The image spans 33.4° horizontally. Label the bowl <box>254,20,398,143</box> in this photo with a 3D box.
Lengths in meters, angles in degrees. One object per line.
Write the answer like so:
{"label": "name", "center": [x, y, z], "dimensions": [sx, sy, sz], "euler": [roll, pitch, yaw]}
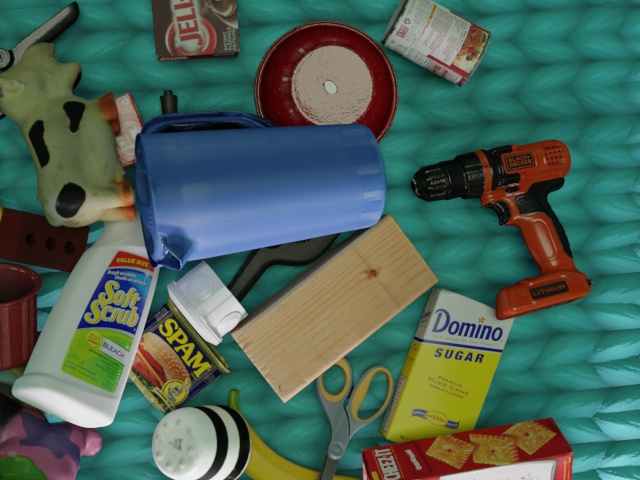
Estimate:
{"label": "bowl", "center": [0.010, -0.163, 1.156], "dimensions": [0.162, 0.055, 0.162], "euler": [0, 90, -7]}

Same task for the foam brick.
{"label": "foam brick", "center": [-0.289, 0.000, 1.105], "dimensions": [0.078, 0.051, 0.053], "euler": [13, 89, -40]}

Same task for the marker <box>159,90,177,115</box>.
{"label": "marker", "center": [-0.160, -0.102, 1.153], "dimensions": [0.020, 0.020, 0.121], "euler": [-4, 91, -7]}

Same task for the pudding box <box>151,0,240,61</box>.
{"label": "pudding box", "center": [-0.136, -0.251, 1.145], "dimensions": [0.090, 0.039, 0.113], "euler": [-5, 91, -7]}

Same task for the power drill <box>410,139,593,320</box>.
{"label": "power drill", "center": [0.204, -0.012, 1.161], "dimensions": [0.184, 0.057, 0.188], "euler": [-12, 80, -10]}

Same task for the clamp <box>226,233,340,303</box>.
{"label": "clamp", "center": [-0.058, 0.001, 1.157], "dimensions": [0.209, 0.036, 0.164], "euler": [-12, 102, -10]}

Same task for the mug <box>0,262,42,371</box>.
{"label": "mug", "center": [-0.327, 0.083, 1.065], "dimensions": [0.093, 0.117, 0.081], "euler": [4, 115, -4]}

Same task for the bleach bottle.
{"label": "bleach bottle", "center": [-0.221, 0.056, 1.085], "dimensions": [0.102, 0.068, 0.250], "euler": [34, 57, -34]}

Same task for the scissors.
{"label": "scissors", "center": [0.005, 0.208, 1.151], "dimensions": [0.096, 0.016, 0.201], "euler": [37, 69, 4]}

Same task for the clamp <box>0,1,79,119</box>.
{"label": "clamp", "center": [-0.325, -0.194, 1.123], "dimensions": [0.120, 0.039, 0.171], "euler": [11, 95, -3]}

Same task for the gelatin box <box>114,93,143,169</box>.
{"label": "gelatin box", "center": [-0.229, -0.107, 1.139], "dimensions": [0.089, 0.030, 0.073], "euler": [-22, 93, -6]}

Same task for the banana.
{"label": "banana", "center": [-0.034, 0.244, 1.162], "dimensions": [0.197, 0.037, 0.069], "euler": [36, 87, -6]}

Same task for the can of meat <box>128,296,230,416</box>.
{"label": "can of meat", "center": [-0.160, 0.125, 1.136], "dimensions": [0.084, 0.057, 0.102], "euler": [-39, 94, -3]}

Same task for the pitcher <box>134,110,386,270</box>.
{"label": "pitcher", "center": [-0.065, -0.061, 1.076], "dimensions": [0.242, 0.145, 0.149], "euler": [-8, 97, -15]}

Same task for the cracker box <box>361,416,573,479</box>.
{"label": "cracker box", "center": [0.155, 0.286, 1.142], "dimensions": [0.213, 0.072, 0.164], "euler": [-8, 118, -7]}

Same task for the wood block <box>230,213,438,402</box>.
{"label": "wood block", "center": [0.012, 0.070, 1.140], "dimensions": [0.206, 0.090, 0.091], "euler": [-37, 94, -5]}

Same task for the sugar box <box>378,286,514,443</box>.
{"label": "sugar box", "center": [0.140, 0.148, 1.178], "dimensions": [0.093, 0.048, 0.176], "euler": [21, 89, -8]}

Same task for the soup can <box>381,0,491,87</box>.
{"label": "soup can", "center": [0.125, -0.221, 1.163], "dimensions": [0.102, 0.068, 0.068], "euler": [27, 87, -6]}
